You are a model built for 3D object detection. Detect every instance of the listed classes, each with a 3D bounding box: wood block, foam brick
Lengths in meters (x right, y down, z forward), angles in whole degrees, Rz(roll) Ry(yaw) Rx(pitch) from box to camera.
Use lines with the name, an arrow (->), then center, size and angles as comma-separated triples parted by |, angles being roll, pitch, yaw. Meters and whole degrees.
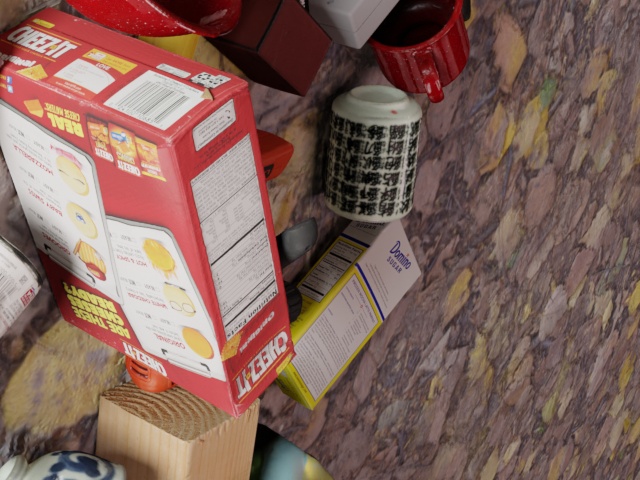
wood block -> -0.119, 0.213, 0.841 | 0.090, 0.090, 0.206 | -21, 126, -53
foam brick -> -0.036, -0.147, 0.775 | 0.051, 0.053, 0.078 | -64, 150, -6

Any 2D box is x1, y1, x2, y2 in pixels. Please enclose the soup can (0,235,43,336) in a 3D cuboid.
soup can -> -0.214, 0.043, 0.598 | 0.102, 0.069, 0.068 | -54, 147, -23

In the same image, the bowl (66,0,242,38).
bowl -> -0.114, -0.170, 0.585 | 0.162, 0.055, 0.162 | 44, 30, -34

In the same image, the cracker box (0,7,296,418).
cracker box -> -0.105, -0.016, 0.639 | 0.072, 0.164, 0.214 | -43, 141, -33

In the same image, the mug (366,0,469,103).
mug -> 0.085, -0.169, 0.905 | 0.081, 0.093, 0.117 | 54, 17, -61

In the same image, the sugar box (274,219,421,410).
sugar box -> 0.018, 0.060, 0.988 | 0.176, 0.048, 0.093 | -51, 141, -22
